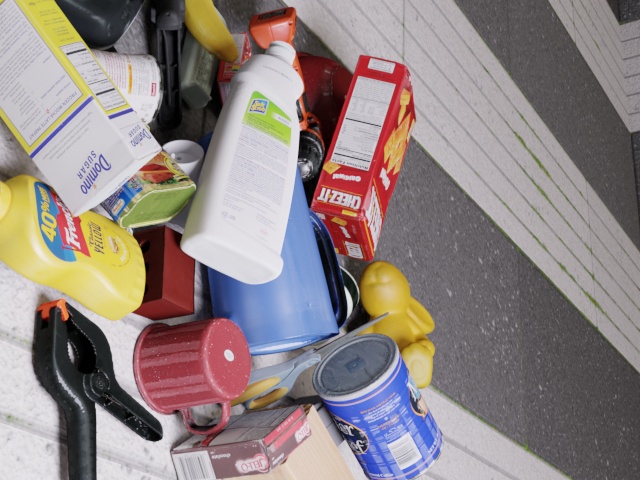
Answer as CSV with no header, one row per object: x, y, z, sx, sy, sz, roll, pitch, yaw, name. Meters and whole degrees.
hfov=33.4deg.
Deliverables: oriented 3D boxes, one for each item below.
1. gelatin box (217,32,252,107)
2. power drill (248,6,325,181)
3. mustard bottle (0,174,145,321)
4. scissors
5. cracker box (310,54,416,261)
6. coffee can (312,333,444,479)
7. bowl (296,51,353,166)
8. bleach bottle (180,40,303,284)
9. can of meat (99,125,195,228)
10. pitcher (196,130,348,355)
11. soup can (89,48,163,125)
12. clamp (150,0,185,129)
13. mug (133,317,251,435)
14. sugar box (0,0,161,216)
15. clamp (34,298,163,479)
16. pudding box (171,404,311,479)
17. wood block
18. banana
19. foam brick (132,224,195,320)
-0.095,-0.183,1.231,0.089,0.030,0.073,83,11,-57,gelatin box
-0.038,-0.175,1.271,0.184,0.057,0.187,-95,173,-69,power drill
-0.232,-0.004,0.913,0.191,0.058,0.096,36,31,-49,mustard bottle
-0.014,0.135,1.142,0.096,0.201,0.016,70,-4,-64,scissors
0.060,-0.101,1.353,0.164,0.072,0.213,66,40,-69,cracker box
0.066,0.189,1.197,0.140,0.103,0.102,62,32,-27,coffee can
0.015,-0.182,1.437,0.161,0.055,0.162,31,53,-53,bowl
-0.062,-0.089,1.078,0.102,0.068,0.250,28,61,-27,bleach bottle
-0.176,-0.060,1.004,0.084,0.057,0.101,48,25,14,can of meat
-0.058,0.001,1.159,0.149,0.145,0.243,66,13,-80,pitcher
-0.203,-0.142,0.973,0.102,0.069,0.068,2,76,-32,soup can
-0.160,-0.234,1.124,0.165,0.036,0.210,100,-14,-51,clamp
-0.119,0.132,1.042,0.093,0.082,0.117,-6,84,-61,mug
-0.220,-0.118,0.893,0.176,0.093,0.048,53,32,-3,sugar box
-0.207,0.137,0.929,0.171,0.039,0.120,62,27,-15,clamp
-0.078,0.201,1.056,0.089,0.114,0.039,-28,104,-60,pudding box
-0.017,0.286,1.158,0.206,0.090,0.090,63,32,-26,wood block
-0.128,-0.275,1.198,0.037,0.069,0.198,91,-5,-55,banana
-0.157,0.033,1.044,0.051,0.053,0.078,30,52,-54,foam brick
